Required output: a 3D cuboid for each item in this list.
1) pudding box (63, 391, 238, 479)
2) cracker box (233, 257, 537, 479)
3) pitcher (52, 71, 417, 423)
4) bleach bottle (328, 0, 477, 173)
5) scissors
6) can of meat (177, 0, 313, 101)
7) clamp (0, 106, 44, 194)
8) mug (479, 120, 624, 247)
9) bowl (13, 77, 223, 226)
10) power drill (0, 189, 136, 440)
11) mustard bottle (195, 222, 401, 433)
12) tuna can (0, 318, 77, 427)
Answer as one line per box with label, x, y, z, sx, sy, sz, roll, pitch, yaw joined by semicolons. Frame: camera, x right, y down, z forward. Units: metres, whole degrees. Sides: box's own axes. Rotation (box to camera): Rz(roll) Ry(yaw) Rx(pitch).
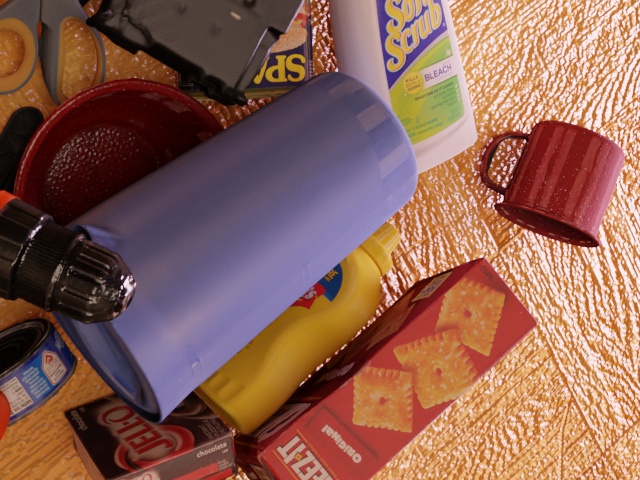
pudding box;-0.120;0.142;0.751;0.089;0.114;0.039;-17;111;-23
cracker box;0.038;0.110;0.794;0.213;0.164;0.072;-39;90;-15
pitcher;-0.055;0.001;0.694;0.242;0.149;0.145;-37;100;-23
bleach bottle;0.044;-0.176;0.788;0.102;0.068;0.251;-27;115;-25
scissors;-0.184;-0.172;0.673;0.096;0.016;0.202;-10;123;-10
can of meat;-0.054;-0.144;0.758;0.101;0.058;0.084;-7;102;-26
clamp;-0.233;-0.009;0.676;0.120;0.039;0.171;6;100;-66
mug;0.192;-0.053;0.894;0.117;0.093;0.081;22;84;7
bowl;-0.139;-0.032;0.733;0.161;0.055;0.162;-9;106;-31
power drill;-0.201;0.042;0.589;0.184;0.057;0.188;24;128;2
mustard bottle;-0.013;0.054;0.797;0.191;0.096;0.058;-41;120;-14
tuna can;-0.208;0.089;0.711;0.086;0.086;0.033;-35;112;-17
